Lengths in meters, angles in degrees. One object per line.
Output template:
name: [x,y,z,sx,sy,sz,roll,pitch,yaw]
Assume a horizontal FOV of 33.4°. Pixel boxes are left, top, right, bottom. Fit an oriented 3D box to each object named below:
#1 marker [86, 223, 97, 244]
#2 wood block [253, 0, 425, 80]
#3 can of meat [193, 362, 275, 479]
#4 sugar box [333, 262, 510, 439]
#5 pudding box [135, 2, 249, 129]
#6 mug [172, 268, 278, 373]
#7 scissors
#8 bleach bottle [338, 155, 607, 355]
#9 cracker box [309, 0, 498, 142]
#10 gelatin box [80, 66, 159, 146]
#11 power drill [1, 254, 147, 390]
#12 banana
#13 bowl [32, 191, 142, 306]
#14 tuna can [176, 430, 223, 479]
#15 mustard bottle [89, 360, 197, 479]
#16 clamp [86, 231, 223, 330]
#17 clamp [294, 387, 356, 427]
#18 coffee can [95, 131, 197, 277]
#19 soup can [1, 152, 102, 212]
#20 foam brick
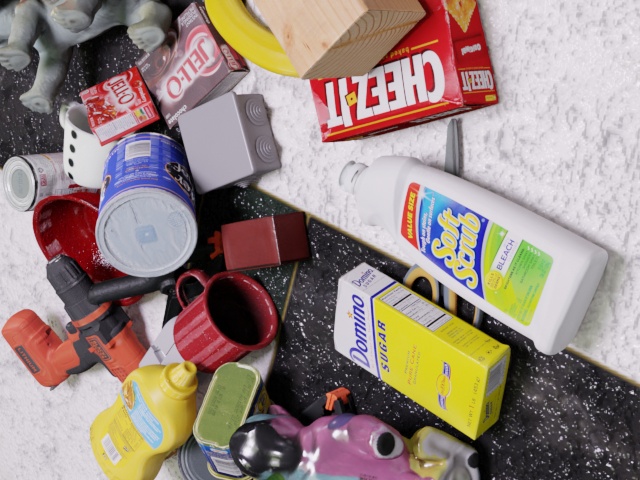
marker: [-0.263,-0.023,1.302,0.121,0.020,0.020,-44,70,35]
wood block: [-0.014,-0.249,0.919,0.090,0.090,0.206,-41,72,37]
can of meat: [-0.090,0.190,1.122,0.057,0.102,0.084,9,147,16]
sugar box: [0.091,0.102,1.003,0.176,0.048,0.093,28,132,31]
pudding box: [-0.140,-0.189,1.160,0.114,0.039,0.090,-38,73,37]
mug: [-0.113,0.083,1.148,0.117,0.093,0.082,50,131,0]
scissors: [0.107,-0.006,1.004,0.096,0.016,0.202,-11,90,40]
bleach bottle: [0.120,-0.001,0.947,0.251,0.067,0.103,29,110,27]
cracker box: [0.057,-0.209,0.974,0.164,0.071,0.214,-11,91,40]
gelatin box: [-0.225,-0.152,1.195,0.089,0.073,0.030,-118,3,-49]
power drill: [-0.310,0.108,1.302,0.188,0.057,0.184,-15,113,43]
banana: [-0.065,-0.218,1.095,0.198,0.037,0.070,48,124,23]
bowl: [-0.257,-0.001,1.253,0.162,0.055,0.162,20,136,20]
tuna can: [-0.115,0.241,1.193,0.086,0.033,0.086,0,88,13]
mustard bottle: [-0.186,0.192,1.173,0.096,0.058,0.192,56,130,21]
clamp: [-0.163,0.052,1.201,0.172,0.120,0.039,-28,49,23]
clamp: [-0.014,0.249,1.129,0.165,0.036,0.210,17,106,31]
coffee can: [-0.184,-0.040,1.138,0.140,0.102,0.103,-104,33,-59]
soup can: [-0.323,-0.072,1.289,0.069,0.102,0.068,8,103,38]
foam brick: [-0.057,0.001,1.116,0.078,0.052,0.051,-9,92,39]
